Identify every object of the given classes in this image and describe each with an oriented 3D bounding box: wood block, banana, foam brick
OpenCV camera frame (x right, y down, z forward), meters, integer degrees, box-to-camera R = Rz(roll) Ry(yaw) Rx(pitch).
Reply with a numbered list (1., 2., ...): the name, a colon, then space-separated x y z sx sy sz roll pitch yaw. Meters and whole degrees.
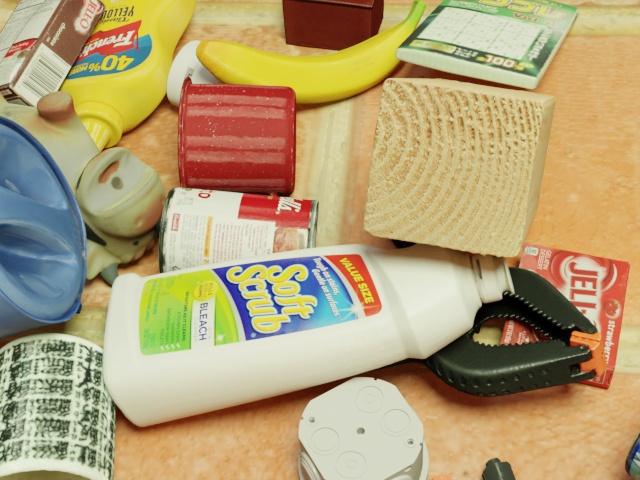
1. wood block: 0.096 -0.054 0.683 0.091 0.090 0.206 10 10 12
2. banana: -0.004 -0.141 0.841 0.197 0.069 0.037 -17 23 -24
3. foam brick: 0.012 -0.198 0.901 0.078 0.051 0.053 9 52 12

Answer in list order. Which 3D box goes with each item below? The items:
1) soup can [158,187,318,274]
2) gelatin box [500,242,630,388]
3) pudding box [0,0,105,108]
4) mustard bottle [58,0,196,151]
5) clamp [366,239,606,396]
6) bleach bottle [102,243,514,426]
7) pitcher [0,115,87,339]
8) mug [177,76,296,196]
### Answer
1. soup can: -0.055 0.001 0.734 0.102 0.068 0.068 6 52 2
2. gelatin box: 0.163 0.048 0.707 0.073 0.030 0.089 11 54 14
3. pudding box: -0.232 -0.151 0.860 0.090 0.039 0.113 -3 54 46
4. mustard bottle: -0.165 -0.144 0.870 0.096 0.058 0.191 -4 52 17
5. clamp: 0.085 0.042 0.692 0.210 0.036 0.164 6 50 30
6. bleach bottle: -0.007 0.043 0.665 0.251 0.068 0.102 -15 44 11
7. pitcher: -0.283 0.016 0.665 0.243 0.145 0.149 -20 91 16
8. mug: -0.059 -0.062 0.786 0.081 0.093 0.117 1 80 0
